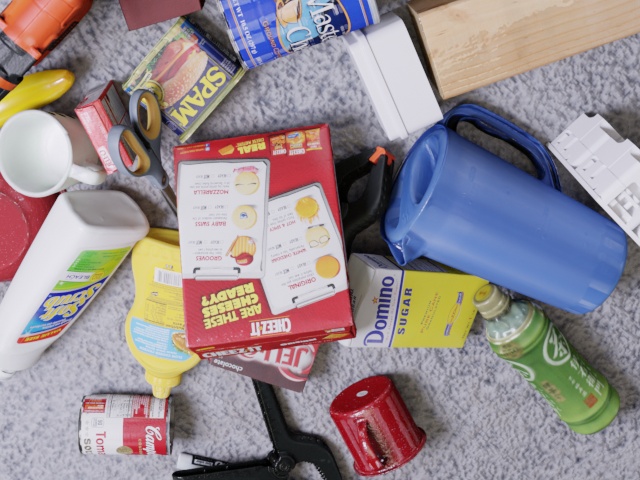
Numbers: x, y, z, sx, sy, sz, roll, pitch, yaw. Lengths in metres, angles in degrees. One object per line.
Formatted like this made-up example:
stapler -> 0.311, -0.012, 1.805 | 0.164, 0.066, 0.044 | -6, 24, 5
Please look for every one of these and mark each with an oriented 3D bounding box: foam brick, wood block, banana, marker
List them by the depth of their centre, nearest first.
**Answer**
foam brick -> -0.157, -0.245, 1.048 | 0.078, 0.053, 0.051 | -16, 111, 4
wood block -> 0.201, -0.222, 1.053 | 0.206, 0.091, 0.090 | -19, 111, 4
banana -> -0.336, -0.124, 1.078 | 0.198, 0.070, 0.037 | -29, 119, -2
marker -> -0.110, 0.274, 1.267 | 0.121, 0.020, 0.020 | 14, 110, -8

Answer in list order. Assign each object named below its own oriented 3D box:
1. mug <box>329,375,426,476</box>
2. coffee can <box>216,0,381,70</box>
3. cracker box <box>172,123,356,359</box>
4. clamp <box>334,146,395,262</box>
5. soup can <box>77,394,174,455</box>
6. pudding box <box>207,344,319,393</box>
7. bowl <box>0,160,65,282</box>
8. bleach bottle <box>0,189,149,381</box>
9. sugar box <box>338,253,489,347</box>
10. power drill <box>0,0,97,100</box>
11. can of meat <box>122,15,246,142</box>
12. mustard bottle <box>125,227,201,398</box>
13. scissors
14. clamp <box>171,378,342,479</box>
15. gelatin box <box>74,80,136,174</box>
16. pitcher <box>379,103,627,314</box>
mug -> 0.060, 0.212, 1.203 | 0.093, 0.117, 0.081 | -22, 106, 19
coffee can -> -0.024, -0.236, 1.030 | 0.140, 0.103, 0.103 | -19, 111, 5
cracker box -> -0.057, 0.001, 1.073 | 0.164, 0.072, 0.214 | -8, 72, 4
clamp -> 0.010, -0.031, 1.132 | 0.120, 0.039, 0.171 | 32, 91, 24
soup can -> -0.219, 0.209, 1.211 | 0.102, 0.068, 0.068 | 1, 111, -3
pudding box -> -0.058, 0.109, 1.184 | 0.113, 0.039, 0.090 | 19, 91, -9
bowl -> -0.348, -0.020, 1.124 | 0.162, 0.055, 0.162 | -1, 111, -2
bleach bottle -> -0.285, 0.057, 1.141 | 0.068, 0.102, 0.251 | 51, 121, 25
sugar box -> 0.095, 0.067, 1.138 | 0.175, 0.048, 0.093 | 3, 113, -41
power drill -> -0.280, -0.184, 0.993 | 0.184, 0.187, 0.057 | -43, 109, 11
can of meat -> -0.138, -0.165, 1.078 | 0.084, 0.057, 0.102 | 40, 104, -14
mustard bottle -> -0.164, 0.087, 1.170 | 0.096, 0.058, 0.192 | 12, 111, 6
scissors -> -0.162, -0.083, 1.082 | 0.016, 0.201, 0.096 | 8, 77, 18
clamp -> -0.058, 0.263, 1.242 | 0.210, 0.036, 0.164 | 43, 85, -20
gelatin box -> -0.213, -0.114, 1.075 | 0.030, 0.089, 0.073 | -22, 111, 6
pitcher -> 0.198, -0.024, 1.118 | 0.242, 0.145, 0.149 | 24, 120, -15
